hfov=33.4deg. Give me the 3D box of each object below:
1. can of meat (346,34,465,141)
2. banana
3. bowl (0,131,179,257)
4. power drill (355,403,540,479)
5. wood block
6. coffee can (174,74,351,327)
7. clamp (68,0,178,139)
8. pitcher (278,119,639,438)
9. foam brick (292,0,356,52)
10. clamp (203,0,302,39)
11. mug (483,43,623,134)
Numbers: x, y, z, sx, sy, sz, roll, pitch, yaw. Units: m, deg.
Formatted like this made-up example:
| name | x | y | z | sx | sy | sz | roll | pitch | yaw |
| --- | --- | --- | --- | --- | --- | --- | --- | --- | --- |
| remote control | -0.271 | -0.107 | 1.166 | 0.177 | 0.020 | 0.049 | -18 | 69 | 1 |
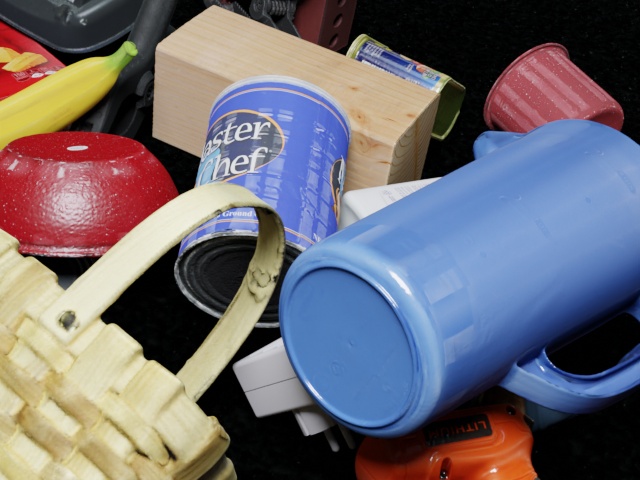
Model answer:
| name | x | y | z | sx | sy | sz | roll | pitch | yaw |
| --- | --- | --- | --- | --- | --- | --- | --- | --- | --- |
| can of meat | 0.069 | -0.126 | 0.899 | 0.084 | 0.057 | 0.102 | 28 | 10 | 17 |
| banana | -0.220 | -0.086 | 0.750 | 0.197 | 0.070 | 0.037 | -34 | 78 | -23 |
| bowl | -0.166 | -0.038 | 0.728 | 0.162 | 0.055 | 0.162 | 3 | 18 | -1 |
| power drill | 0.084 | 0.181 | 0.569 | 0.184 | 0.057 | 0.188 | -4 | 45 | -22 |
| wood block | -0.022 | -0.099 | 0.846 | 0.206 | 0.091 | 0.090 | 24 | 42 | 16 |
| coffee can | -0.036 | -0.027 | 0.722 | 0.103 | 0.103 | 0.140 | 9 | 52 | -1 |
| clamp | -0.148 | -0.134 | 0.845 | 0.039 | 0.120 | 0.171 | 13 | 43 | 14 |
| pitcher | 0.100 | 0.026 | 0.611 | 0.149 | 0.145 | 0.242 | 5 | 20 | 43 |
| foam brick | -0.003 | -0.216 | 0.997 | 0.051 | 0.078 | 0.052 | 32 | 45 | 21 |
| clamp | -0.040 | -0.198 | 0.952 | 0.036 | 0.164 | 0.210 | -1 | 10 | -39 |
| mug | 0.206 | -0.103 | 0.911 | 0.117 | 0.093 | 0.082 | 19 | 26 | -54 |
